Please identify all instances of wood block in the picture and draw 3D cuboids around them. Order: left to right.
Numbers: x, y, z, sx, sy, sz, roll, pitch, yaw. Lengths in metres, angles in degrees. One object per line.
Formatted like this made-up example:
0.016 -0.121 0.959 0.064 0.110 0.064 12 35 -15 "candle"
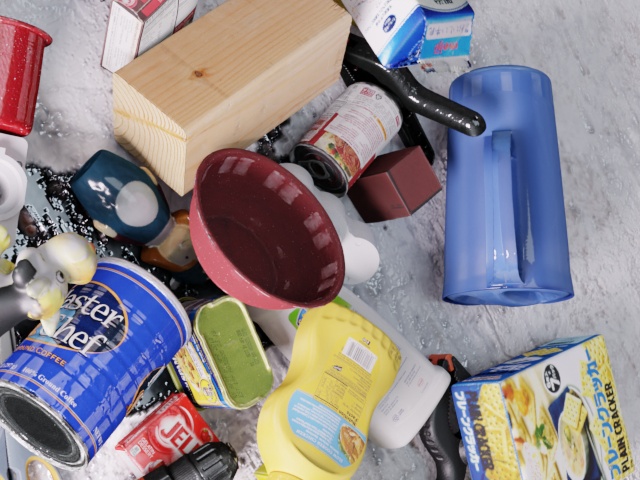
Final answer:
-0.077 -0.146 0.949 0.091 0.090 0.205 40 58 18 "wood block"

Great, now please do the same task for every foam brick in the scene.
0.070 -0.054 1.059 0.051 0.078 0.053 -40 108 -30 "foam brick"

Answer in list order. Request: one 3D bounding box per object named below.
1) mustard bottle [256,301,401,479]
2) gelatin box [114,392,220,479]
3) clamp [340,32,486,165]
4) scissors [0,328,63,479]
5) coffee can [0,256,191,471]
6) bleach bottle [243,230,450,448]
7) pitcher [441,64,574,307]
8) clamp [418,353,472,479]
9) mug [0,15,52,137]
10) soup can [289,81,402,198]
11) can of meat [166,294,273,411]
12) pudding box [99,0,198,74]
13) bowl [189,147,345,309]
-0.001 0.152 0.906 0.096 0.058 0.191 38 54 -18 "mustard bottle"
-0.125 0.189 0.931 0.073 0.030 0.089 -41 106 -30 "gelatin box"
0.077 -0.139 1.075 0.171 0.120 0.039 39 58 1 "clamp"
-0.263 0.151 0.856 0.096 0.016 0.202 -21 95 -33 "scissors"
-0.184 0.097 0.850 0.102 0.103 0.140 50 53 -18 "coffee can"
0.010 0.082 1.013 0.250 0.068 0.102 47 62 -17 "bleach bottle"
0.189 -0.055 1.099 0.144 0.149 0.243 6 77 -32 "pitcher"
0.140 0.222 1.091 0.164 0.036 0.210 -24 99 -37 "clamp"
-0.277 -0.130 0.846 0.117 0.093 0.081 7 84 -5 "mug"
0.026 -0.099 1.042 0.068 0.069 0.102 50 61 -18 "soup can"
-0.093 0.098 0.931 0.057 0.084 0.102 -28 99 -32 "can of meat"
-0.144 -0.194 0.916 0.039 0.114 0.090 39 63 3 "pudding box"
-0.056 0.001 0.912 0.162 0.055 0.162 31 38 -27 "bowl"
